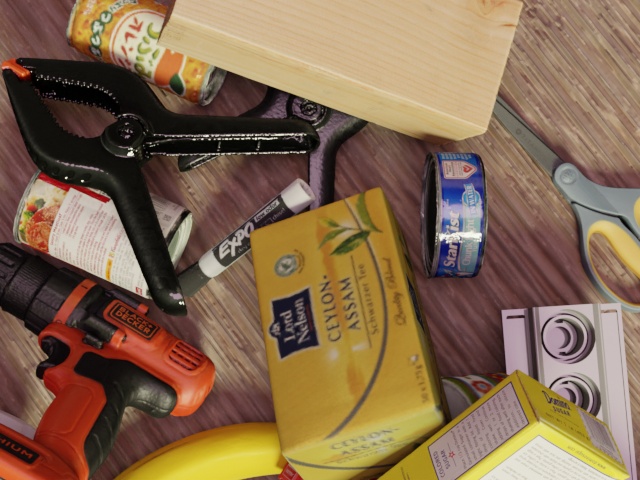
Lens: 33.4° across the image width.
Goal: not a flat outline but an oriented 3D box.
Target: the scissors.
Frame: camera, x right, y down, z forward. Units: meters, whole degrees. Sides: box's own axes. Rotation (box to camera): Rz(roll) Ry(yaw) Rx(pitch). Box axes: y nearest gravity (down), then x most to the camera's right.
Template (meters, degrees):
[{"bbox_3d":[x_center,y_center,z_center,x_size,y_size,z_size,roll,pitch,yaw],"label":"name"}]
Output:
[{"bbox_3d":[0.194,-0.047,0.754,0.096,0.016,0.202,-27,84,-4],"label":"scissors"}]

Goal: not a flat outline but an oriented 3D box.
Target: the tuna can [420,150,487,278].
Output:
[{"bbox_3d":[0.088,-0.017,0.716,0.033,0.086,0.086,1,83,-2],"label":"tuna can"}]

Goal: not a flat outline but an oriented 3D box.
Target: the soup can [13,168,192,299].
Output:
[{"bbox_3d":[-0.146,-0.009,0.725,0.102,0.068,0.068,23,84,2],"label":"soup can"}]

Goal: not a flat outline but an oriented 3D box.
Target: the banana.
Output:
[{"bbox_3d":[-0.088,0.167,0.724,0.198,0.037,0.069,-31,107,-1],"label":"banana"}]

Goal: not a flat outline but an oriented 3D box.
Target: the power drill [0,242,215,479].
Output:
[{"bbox_3d":[-0.175,0.086,0.664,0.184,0.187,0.057,29,124,3],"label":"power drill"}]

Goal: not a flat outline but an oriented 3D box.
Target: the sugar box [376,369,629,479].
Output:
[{"bbox_3d":[0.082,0.156,0.624,0.093,0.048,0.176,33,118,-33],"label":"sugar box"}]

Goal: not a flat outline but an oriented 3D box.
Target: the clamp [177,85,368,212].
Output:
[{"bbox_3d":[-0.004,-0.079,0.748,0.120,0.039,0.171,41,89,-6],"label":"clamp"}]

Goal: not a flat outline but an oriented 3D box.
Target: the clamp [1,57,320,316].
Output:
[{"bbox_3d":[-0.126,-0.052,0.693,0.210,0.036,0.164,25,61,7],"label":"clamp"}]

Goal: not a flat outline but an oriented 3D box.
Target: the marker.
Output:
[{"bbox_3d":[-0.055,0.001,0.729,0.121,0.020,0.020,-38,84,17],"label":"marker"}]

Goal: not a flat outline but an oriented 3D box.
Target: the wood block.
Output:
[{"bbox_3d":[0.010,-0.140,0.685,0.206,0.090,0.091,18,84,-13],"label":"wood block"}]
